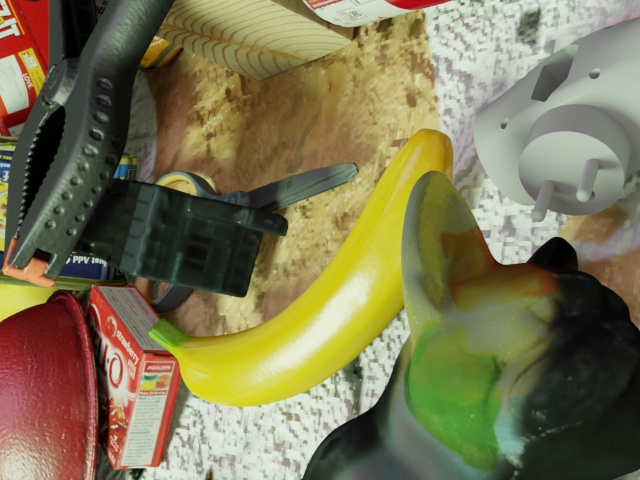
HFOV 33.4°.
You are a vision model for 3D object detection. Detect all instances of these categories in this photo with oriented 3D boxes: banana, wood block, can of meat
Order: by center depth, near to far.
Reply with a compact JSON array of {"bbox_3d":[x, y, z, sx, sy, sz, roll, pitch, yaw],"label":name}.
[{"bbox_3d":[-0.006,0.028,0.486,0.198,0.037,0.069,-34,86,31],"label":"banana"},{"bbox_3d":[-0.029,-0.208,0.599,0.090,0.090,0.206,-11,65,50],"label":"wood block"},{"bbox_3d":[-0.164,-0.017,0.650,0.057,0.102,0.084,-143,60,-75],"label":"can of meat"}]

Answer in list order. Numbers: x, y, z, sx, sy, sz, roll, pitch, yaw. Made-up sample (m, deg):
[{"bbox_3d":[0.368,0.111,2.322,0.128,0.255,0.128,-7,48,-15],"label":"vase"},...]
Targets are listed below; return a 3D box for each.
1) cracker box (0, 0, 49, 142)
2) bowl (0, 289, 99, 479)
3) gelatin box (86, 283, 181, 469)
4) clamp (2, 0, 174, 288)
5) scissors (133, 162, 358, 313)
[{"bbox_3d":[-0.209,-0.156,0.732,0.072,0.164,0.214,-23,36,-7],"label":"cracker box"},{"bbox_3d":[-0.181,0.109,0.635,0.162,0.055,0.162,-10,79,61],"label":"bowl"},{"bbox_3d":[-0.112,0.075,0.606,0.089,0.030,0.073,40,119,52],"label":"gelatin box"},{"bbox_3d":[-0.126,-0.081,0.558,0.165,0.036,0.210,7,77,55],"label":"clamp"},{"bbox_3d":[-0.054,0.001,0.593,0.202,0.016,0.096,8,81,53],"label":"scissors"}]
